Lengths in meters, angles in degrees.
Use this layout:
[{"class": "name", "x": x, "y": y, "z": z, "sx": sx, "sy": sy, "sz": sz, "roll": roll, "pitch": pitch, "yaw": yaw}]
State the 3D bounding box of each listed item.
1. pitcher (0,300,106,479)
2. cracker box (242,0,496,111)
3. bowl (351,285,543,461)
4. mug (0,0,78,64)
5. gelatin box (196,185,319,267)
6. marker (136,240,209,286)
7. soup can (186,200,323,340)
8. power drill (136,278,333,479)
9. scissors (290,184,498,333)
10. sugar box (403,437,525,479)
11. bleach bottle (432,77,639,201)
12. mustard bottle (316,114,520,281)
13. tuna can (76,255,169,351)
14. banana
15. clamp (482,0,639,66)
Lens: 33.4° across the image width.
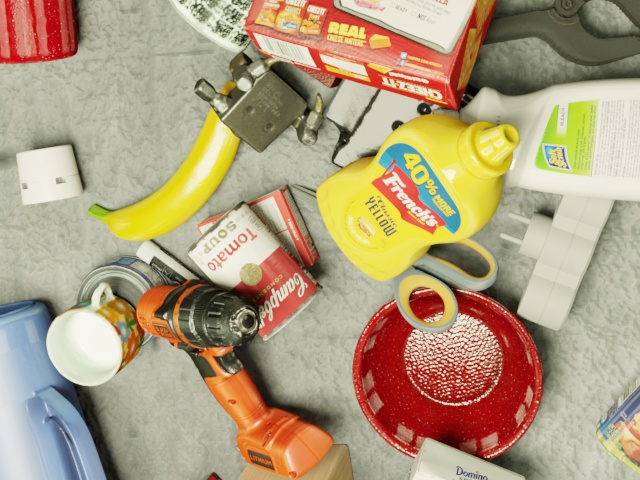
[{"class": "pitcher", "x": -0.273, "y": 0.184, "z": 0.999, "sx": 0.149, "sy": 0.145, "sz": 0.243, "roll": -14, "pitch": 96, "yaw": -1}, {"class": "cracker box", "x": 0.058, "y": -0.223, "z": 0.804, "sx": 0.164, "sy": 0.072, "sz": 0.213, "roll": 18, "pitch": 81, "yaw": 17}, {"class": "bowl", "x": 0.111, "y": 0.110, "z": 0.922, "sx": 0.162, "sy": 0.055, "sz": 0.162, "roll": 3, "pitch": 103, "yaw": 13}, {"class": "mug", "x": -0.264, "y": -0.201, "z": 0.936, "sx": 0.117, "sy": 0.093, "sz": 0.081, "roll": 14, "pitch": 114, "yaw": 43}, {"class": "gelatin box", "x": -0.056, "y": 0.001, "z": 0.953, "sx": 0.089, "sy": 0.030, "sz": 0.073, "roll": -22, "pitch": 98, "yaw": 17}, {"class": "marker", "x": -0.116, "y": 0.041, "z": 0.983, "sx": 0.121, "sy": 0.020, "sz": 0.020, "roll": 36, "pitch": 109, "yaw": 4}, {"class": "soup can", "x": -0.056, "y": 0.025, "z": 0.907, "sx": 0.069, "sy": 0.068, "sz": 0.102, "roll": -41, "pitch": 92, "yaw": 19}, {"class": "power drill", "x": -0.067, "y": 0.115, "z": 0.911, "sx": 0.057, "sy": 0.185, "sz": 0.187, "roll": -40, "pitch": 109, "yaw": -23}, {"class": "scissors", "x": 0.048, "y": 0.016, "z": 0.895, "sx": 0.202, "sy": 0.016, "sz": 0.096, "roll": 15, "pitch": 71, "yaw": 22}, {"class": "sugar box", "x": 0.102, "y": 0.257, "z": 0.933, "sx": 0.093, "sy": 0.048, "sz": 0.176, "roll": 21, "pitch": 130, "yaw": 3}, {"class": "bleach bottle", "x": 0.210, "y": -0.084, "z": 0.813, "sx": 0.251, "sy": 0.068, "sz": 0.102, "roll": 5, "pitch": 89, "yaw": 1}, {"class": "mustard bottle", "x": 0.079, "y": -0.040, "z": 0.795, "sx": 0.096, "sy": 0.058, "sz": 0.192, "roll": 56, "pitch": 142, "yaw": -1}, {"class": "tuna can", "x": -0.184, "y": 0.059, "z": 0.997, "sx": 0.086, "sy": 0.033, "sz": 0.086, "roll": 3, "pitch": 104, "yaw": 14}, {"class": "banana", "x": -0.127, "y": -0.057, "z": 0.954, "sx": 0.198, "sy": 0.037, "sz": 0.069, "roll": -38, "pitch": 92, "yaw": 19}, {"class": "clamp", "x": 0.185, "y": -0.179, "z": 0.845, "sx": 0.171, "sy": 0.039, "sz": 0.120, "roll": 32, "pitch": 109, "yaw": 7}]
